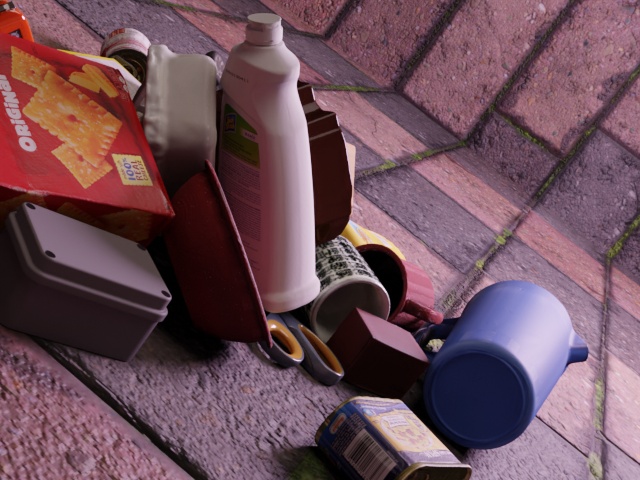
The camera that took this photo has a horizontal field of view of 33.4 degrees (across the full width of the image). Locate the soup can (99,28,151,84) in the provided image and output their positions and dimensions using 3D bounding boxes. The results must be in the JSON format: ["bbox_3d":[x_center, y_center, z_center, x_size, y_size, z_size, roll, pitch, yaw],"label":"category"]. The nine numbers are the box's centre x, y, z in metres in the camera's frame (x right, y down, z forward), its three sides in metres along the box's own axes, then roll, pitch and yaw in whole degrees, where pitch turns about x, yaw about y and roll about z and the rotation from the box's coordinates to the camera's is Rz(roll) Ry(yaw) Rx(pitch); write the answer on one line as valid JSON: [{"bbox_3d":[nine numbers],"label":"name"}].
[{"bbox_3d":[-0.235,-0.214,1.296,0.068,0.068,0.102,30,16,-22],"label":"soup can"}]

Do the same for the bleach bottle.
[{"bbox_3d":[-0.046,-0.069,0.928,0.067,0.251,0.103,-22,36,-38],"label":"bleach bottle"}]

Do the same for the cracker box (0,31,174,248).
[{"bbox_3d":[-0.229,-0.079,0.797,0.213,0.072,0.164,12,45,-46],"label":"cracker box"}]

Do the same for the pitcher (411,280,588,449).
[{"bbox_3d":[0.174,0.127,1.106,0.145,0.149,0.242,53,21,5],"label":"pitcher"}]

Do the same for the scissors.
[{"bbox_3d":[-0.054,0.060,0.982,0.202,0.016,0.096,45,18,30],"label":"scissors"}]

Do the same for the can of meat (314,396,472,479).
[{"bbox_3d":[0.055,0.168,0.828,0.084,0.057,0.101,44,16,34],"label":"can of meat"}]

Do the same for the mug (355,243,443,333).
[{"bbox_3d":[0.078,0.060,1.119,0.117,0.093,0.081,22,0,34],"label":"mug"}]

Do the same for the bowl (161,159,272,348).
[{"bbox_3d":[-0.090,0.019,0.863,0.162,0.055,0.162,161,-90,-84],"label":"bowl"}]

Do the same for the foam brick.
[{"bbox_3d":[0.052,0.108,1.006,0.078,0.053,0.051,27,18,-33],"label":"foam brick"}]
